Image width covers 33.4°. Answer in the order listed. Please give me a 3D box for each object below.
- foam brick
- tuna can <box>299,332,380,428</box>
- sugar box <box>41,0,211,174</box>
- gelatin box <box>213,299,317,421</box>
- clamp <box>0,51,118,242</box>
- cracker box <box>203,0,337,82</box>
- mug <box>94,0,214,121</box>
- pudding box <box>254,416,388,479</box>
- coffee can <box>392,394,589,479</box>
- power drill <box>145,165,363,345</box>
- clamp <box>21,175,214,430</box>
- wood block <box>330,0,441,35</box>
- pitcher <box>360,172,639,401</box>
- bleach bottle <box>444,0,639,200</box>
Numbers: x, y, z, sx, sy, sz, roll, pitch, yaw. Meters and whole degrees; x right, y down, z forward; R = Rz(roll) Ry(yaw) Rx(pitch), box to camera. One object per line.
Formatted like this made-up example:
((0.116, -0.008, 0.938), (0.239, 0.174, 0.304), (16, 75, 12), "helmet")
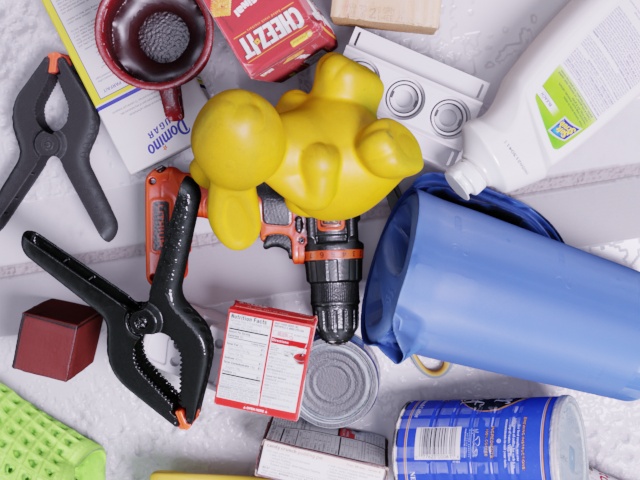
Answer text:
((-0.233, 0.087, 0.952), (0.053, 0.078, 0.051), (13, 98, 5), "foam brick")
((0.011, 0.124, 0.958), (0.086, 0.033, 0.086), (1, 97, 5), "tuna can")
((-0.163, -0.156, 0.933), (0.093, 0.048, 0.176), (-25, 97, 5), "sugar box")
((-0.046, 0.100, 0.898), (0.073, 0.030, 0.089), (11, 102, 4), "gelatin box")
((-0.246, -0.079, 0.952), (0.120, 0.039, 0.171), (-5, 90, 1), "clamp")
((-0.070, -0.236, 0.856), (0.072, 0.164, 0.213), (-31, 93, 9), "cracker box")
((-0.127, -0.155, 0.868), (0.093, 0.081, 0.117), (-13, 95, 0), "mug")
((0.003, 0.190, 0.938), (0.113, 0.090, 0.039), (11, 97, 3), "pudding box")
((0.144, 0.184, 0.898), (0.140, 0.102, 0.103), (-6, 97, 26), "coffee can")
((-0.056, 0.001, 0.930), (0.187, 0.057, 0.184), (-2, 86, 2), "power drill")
((-0.138, 0.056, 0.894), (0.165, 0.036, 0.210), (-24, 97, 16), "clamp")
((0.064, -0.279, 0.877), (0.090, 0.091, 0.206), (7, 97, 3), "wood block")
((0.164, 0.043, 0.885), (0.242, 0.145, 0.149), (16, 97, -9), "pitcher")
((0.197, -0.131, 0.865), (0.250, 0.068, 0.102), (-41, 105, -6), "bleach bottle")
